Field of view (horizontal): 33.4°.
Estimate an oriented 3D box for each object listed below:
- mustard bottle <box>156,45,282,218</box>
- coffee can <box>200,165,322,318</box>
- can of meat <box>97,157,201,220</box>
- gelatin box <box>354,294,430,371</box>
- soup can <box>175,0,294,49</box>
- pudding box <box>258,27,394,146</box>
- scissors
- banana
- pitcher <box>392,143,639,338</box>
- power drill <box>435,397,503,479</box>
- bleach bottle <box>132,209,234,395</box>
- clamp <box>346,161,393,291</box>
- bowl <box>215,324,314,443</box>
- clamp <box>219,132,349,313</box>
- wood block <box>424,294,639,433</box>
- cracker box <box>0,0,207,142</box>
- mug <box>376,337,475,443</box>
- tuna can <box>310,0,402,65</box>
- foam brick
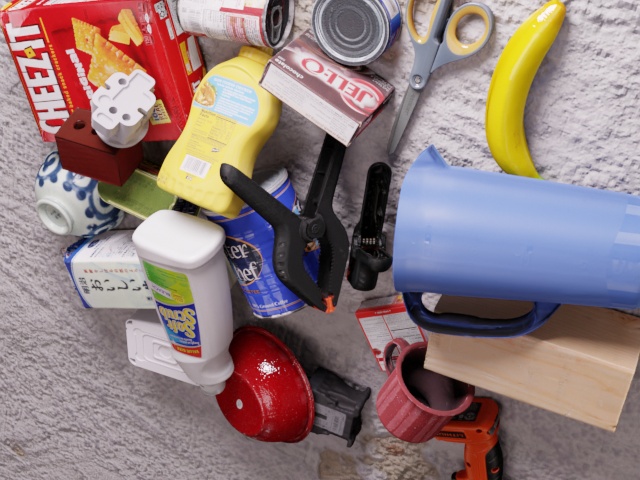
[{"bbox_3d":[-0.093,-0.126,1.108,0.096,0.058,0.191,23,90,29],"label":"mustard bottle"},{"bbox_3d":[-0.058,0.001,1.190,0.103,0.102,0.140,-11,114,32],"label":"coffee can"},{"bbox_3d":[-0.195,-0.056,1.227,0.102,0.083,0.057,24,99,12],"label":"can of meat"},{"bbox_3d":[0.091,0.107,1.227,0.073,0.030,0.089,-11,116,32],"label":"gelatin box"},{"bbox_3d":[-0.086,-0.234,1.077,0.102,0.068,0.068,13,125,21],"label":"soup can"},{"bbox_3d":[0.007,-0.154,1.065,0.113,0.089,0.039,33,130,5],"label":"pudding box"},{"bbox_3d":[0.116,-0.162,1.051,0.096,0.016,0.202,15,126,19],"label":"scissors"},{"bbox_3d":[0.192,-0.135,1.019,0.069,0.037,0.198,-6,124,-3],"label":"banana"},{"bbox_3d":[0.193,0.009,1.033,0.243,0.145,0.149,7,150,12],"label":"pitcher"},{"bbox_3d":[0.162,0.276,1.281,0.185,0.057,0.187,-4,120,25],"label":"power drill"},{"bbox_3d":[-0.138,0.085,1.211,0.103,0.068,0.251,18,137,29],"label":"bleach bottle"},{"bbox_3d":[0.053,-0.006,1.138,0.039,0.120,0.171,10,162,-6],"label":"clamp"},{"bbox_3d":[-0.082,0.189,1.320,0.162,0.055,0.162,25,127,38],"label":"bowl"},{"bbox_3d":[-0.025,-0.016,1.112,0.036,0.164,0.210,19,122,50],"label":"clamp"},{"bbox_3d":[0.224,0.110,1.120,0.206,0.090,0.090,17,127,17],"label":"wood block"},{"bbox_3d":[-0.235,-0.194,1.178,0.214,0.072,0.164,2,121,27],"label":"cracker box"},{"bbox_3d":[0.106,0.163,1.187,0.117,0.093,0.082,55,142,23],"label":"mug"},{"bbox_3d":[0.034,-0.216,1.048,0.086,0.033,0.086,13,125,20],"label":"tuna can"},{"bbox_3d":[-0.241,-0.102,1.164,0.078,0.053,0.051,16,139,13],"label":"foam brick"}]
